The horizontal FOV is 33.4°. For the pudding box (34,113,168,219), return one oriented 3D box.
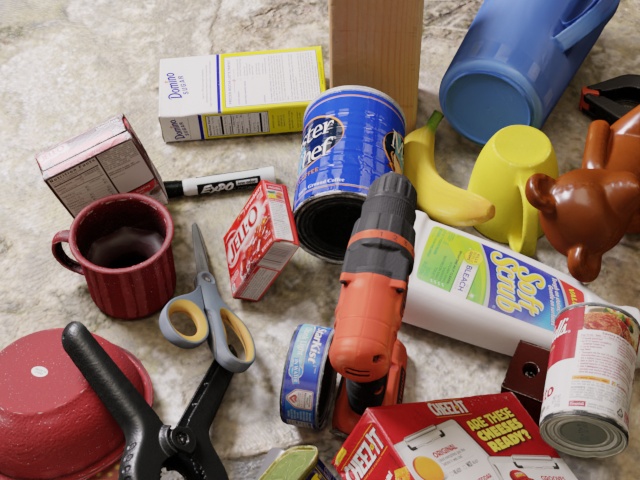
[{"bbox_3d":[-0.201,-0.058,0.999,0.090,0.113,0.039,-25,56,-2],"label":"pudding box"}]

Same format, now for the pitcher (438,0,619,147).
[{"bbox_3d":[0.220,-0.208,1.092,0.145,0.149,0.242,21,51,15],"label":"pitcher"}]

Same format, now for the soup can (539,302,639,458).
[{"bbox_3d":[0.209,0.108,0.826,0.068,0.068,0.102,11,54,10],"label":"soup can"}]

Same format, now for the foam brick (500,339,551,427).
[{"bbox_3d":[0.192,0.128,0.887,0.078,0.051,0.053,19,54,16],"label":"foam brick"}]

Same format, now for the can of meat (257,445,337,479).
[{"bbox_3d":[-0.018,0.217,0.786,0.084,0.058,0.102,52,58,-12],"label":"can of meat"}]

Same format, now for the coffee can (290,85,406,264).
[{"bbox_3d":[0.028,-0.063,1.015,0.103,0.103,0.140,3,51,4],"label":"coffee can"}]

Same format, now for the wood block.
[{"bbox_3d":[0.055,-0.202,1.062,0.091,0.206,0.090,3,51,4],"label":"wood block"}]

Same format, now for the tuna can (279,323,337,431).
[{"bbox_3d":[-0.008,0.112,0.883,0.034,0.086,0.086,9,51,10],"label":"tuna can"}]

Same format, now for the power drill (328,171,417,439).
[{"bbox_3d":[0.044,0.063,0.857,0.057,0.188,0.184,9,53,10],"label":"power drill"}]

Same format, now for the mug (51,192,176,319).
[{"bbox_3d":[-0.186,0.017,0.968,0.117,0.081,0.093,5,51,5],"label":"mug"}]

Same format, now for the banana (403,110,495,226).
[{"bbox_3d":[0.111,-0.061,1.028,0.037,0.070,0.198,28,24,-28],"label":"banana"}]

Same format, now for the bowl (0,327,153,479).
[{"bbox_3d":[-0.223,0.124,0.883,0.162,0.055,0.162,-4,42,4],"label":"bowl"}]

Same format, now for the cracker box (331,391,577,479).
[{"bbox_3d":[0.129,0.215,0.765,0.163,0.072,0.214,2,41,-41],"label":"cracker box"}]

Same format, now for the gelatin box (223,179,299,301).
[{"bbox_3d":[-0.056,0.001,0.975,0.030,0.089,0.073,12,46,-28],"label":"gelatin box"}]

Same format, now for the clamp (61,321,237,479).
[{"bbox_3d":[-0.113,0.160,0.851,0.164,0.036,0.210,6,54,-42],"label":"clamp"}]

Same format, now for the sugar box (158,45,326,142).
[{"bbox_3d":[-0.082,-0.155,1.132,0.176,0.048,0.093,-6,51,1],"label":"sugar box"}]

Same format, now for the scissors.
[{"bbox_3d":[-0.117,0.040,0.949,0.096,0.016,0.202,13,32,-39],"label":"scissors"}]

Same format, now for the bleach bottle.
[{"bbox_3d":[0.184,0.057,0.941,0.251,0.068,0.102,17,52,12],"label":"bleach bottle"}]

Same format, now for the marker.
[{"bbox_3d":[-0.105,-0.057,1.068,0.121,0.020,0.020,-8,51,-5],"label":"marker"}]
